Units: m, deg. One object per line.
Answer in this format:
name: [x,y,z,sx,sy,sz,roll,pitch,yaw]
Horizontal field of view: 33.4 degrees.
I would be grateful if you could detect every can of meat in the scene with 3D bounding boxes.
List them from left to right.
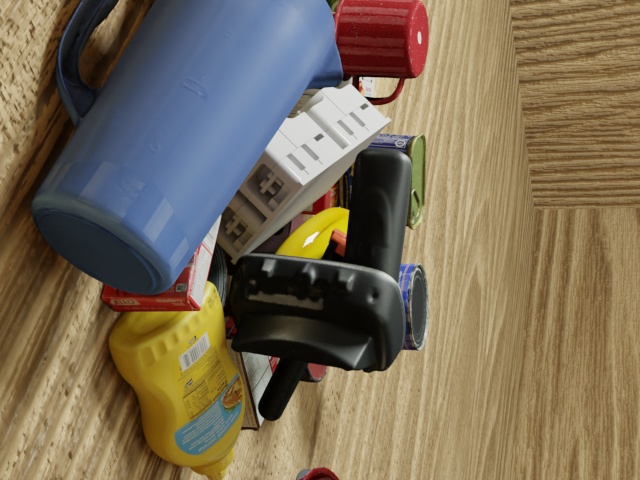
can of meat: [0.067,-0.067,1.161,0.057,0.084,0.102,-42,134,-62]

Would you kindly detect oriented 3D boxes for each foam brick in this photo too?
foam brick: [-0.057,0.001,1.026,0.051,0.078,0.053,64,31,-57]

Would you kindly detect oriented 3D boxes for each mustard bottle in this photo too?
mustard bottle: [-0.107,0.128,0.879,0.096,0.058,0.191,-44,135,-36]

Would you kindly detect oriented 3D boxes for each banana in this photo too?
banana: [-0.008,0.008,0.993,0.197,0.037,0.070,-43,165,-50]

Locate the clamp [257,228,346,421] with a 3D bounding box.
clamp: [0.007,0.056,0.992,0.164,0.036,0.210,-52,167,-44]

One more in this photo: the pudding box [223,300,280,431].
pudding box: [-0.072,0.114,1.040,0.090,0.039,0.113,-60,143,-56]

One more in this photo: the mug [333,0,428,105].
mug: [0.064,-0.199,1.114,0.093,0.082,0.117,9,87,-71]

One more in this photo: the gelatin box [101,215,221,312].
gelatin box: [-0.122,0.011,0.823,0.030,0.073,0.089,60,34,-55]

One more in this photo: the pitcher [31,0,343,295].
pitcher: [-0.106,-0.092,0.752,0.242,0.149,0.145,-61,142,-26]
